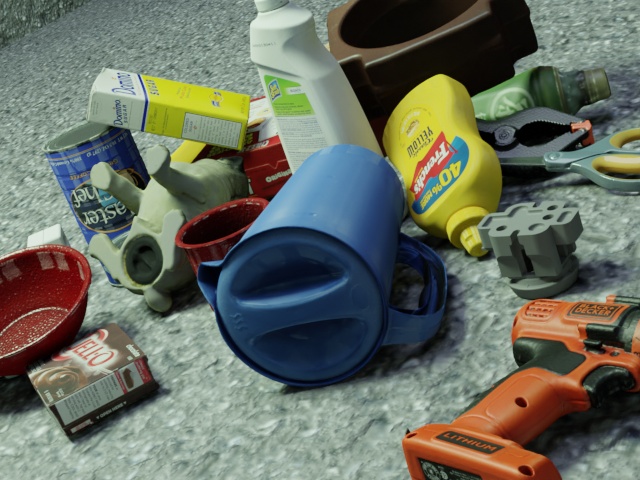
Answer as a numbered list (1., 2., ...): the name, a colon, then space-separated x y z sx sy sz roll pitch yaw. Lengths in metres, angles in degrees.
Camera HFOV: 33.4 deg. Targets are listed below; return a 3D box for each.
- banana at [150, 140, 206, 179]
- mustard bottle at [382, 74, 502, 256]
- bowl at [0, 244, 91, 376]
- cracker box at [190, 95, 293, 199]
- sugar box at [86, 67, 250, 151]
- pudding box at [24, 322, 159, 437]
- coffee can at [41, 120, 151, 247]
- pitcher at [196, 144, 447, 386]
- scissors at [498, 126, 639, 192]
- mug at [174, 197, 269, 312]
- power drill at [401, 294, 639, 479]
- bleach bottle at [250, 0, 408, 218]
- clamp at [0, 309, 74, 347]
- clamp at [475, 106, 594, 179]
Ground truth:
1. banana: -0.188 -0.106 1.376 0.198 0.070 0.037 -34 -12 9
2. mustard bottle: 0.116 -0.059 0.967 0.096 0.058 0.191 -46 39 28
3. bowl: -0.282 0.075 1.006 0.162 0.055 0.162 -12 38 9
4. cracker box: -0.047 -0.122 1.297 0.164 0.072 0.213 -14 24 20
5. sugar box: -0.170 -0.151 1.214 0.176 0.048 0.093 12 23 -8
6. pudding box: -0.198 0.117 0.919 0.090 0.039 0.114 -28 23 -18
7. coffee can: -0.250 -0.065 1.253 0.103 0.140 0.103 -18 22 7
8. pitcher: 0.015 0.009 0.887 0.145 0.149 0.242 -32 14 22
9. scissors: 0.231 -0.082 0.978 0.202 0.016 0.096 15 46 39
10. mug: -0.073 0.021 0.974 0.093 0.081 0.117 -26 22 -11
11. power drill: 0.154 0.098 0.628 0.187 0.057 0.185 -33 21 -34
12. bleach bottle: -0.001 -0.125 1.020 0.103 0.251 0.068 2 31 43
13. clamp: -0.341 0.098 1.094 0.210 0.036 0.164 0 29 37
14. clamp: 0.176 -0.098 1.043 0.171 0.039 0.120 -14 59 10
